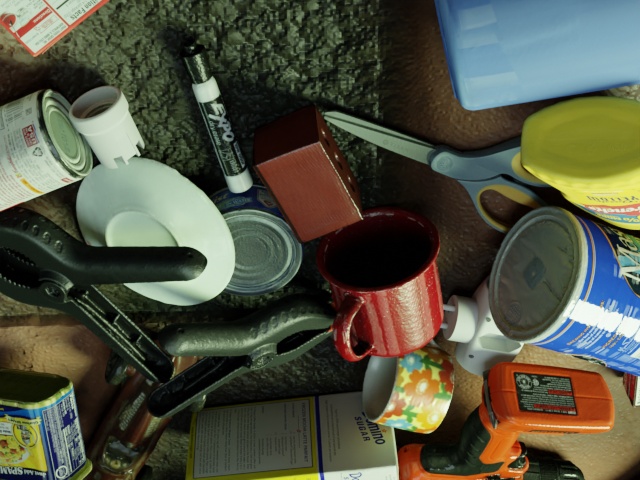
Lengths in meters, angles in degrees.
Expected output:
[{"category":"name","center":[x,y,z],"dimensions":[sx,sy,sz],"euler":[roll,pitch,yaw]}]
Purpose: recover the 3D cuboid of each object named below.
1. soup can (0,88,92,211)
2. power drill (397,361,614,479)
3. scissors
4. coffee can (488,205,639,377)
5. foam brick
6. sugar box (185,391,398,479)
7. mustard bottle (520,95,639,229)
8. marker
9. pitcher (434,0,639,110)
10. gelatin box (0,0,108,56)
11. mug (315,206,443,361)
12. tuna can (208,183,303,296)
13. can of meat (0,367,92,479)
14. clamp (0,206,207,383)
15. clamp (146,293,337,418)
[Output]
[{"category":"soup can","center":[-0.220,-0.057,0.746],"dimensions":[0.102,0.068,0.068],"euler":[-21,125,11]},{"category":"power drill","center":[0.174,0.176,0.915],"dimensions":[0.184,0.057,0.188],"euler":[6,142,-16]},{"category":"scissors","center":[0.108,-0.069,0.782],"dimensions":[0.201,0.016,0.096],"euler":[33,117,-24]},{"category":"coffee can","center":[0.213,0.042,0.803],"dimensions":[0.140,0.103,0.103],"euler":[17,124,-25]},{"category":"foam brick","center":[-0.009,-0.048,0.771],"dimensions":[0.051,0.053,0.078],"euler":[-22,125,13]},{"category":"sugar box","center":[-0.024,0.180,0.913],"dimensions":[0.176,0.093,0.048],"euler":[-4,127,1]},{"category":"mustard bottle","center":[0.210,-0.046,0.738],"dimensions":[0.096,0.058,0.191],"euler":[0,170,28]},{"category":"marker","center":[-0.074,-0.087,0.760],"dimensions":[0.020,0.020,0.121],"euler":[-13,126,7]},{"category":"pitcher","center":[0.191,-0.160,0.647],"dimensions":[0.243,0.145,0.149],"euler":[-11,118,10]},{"category":"gelatin box","center":[-0.186,-0.173,0.685],"dimensions":[0.073,0.030,0.089],"euler":[-33,121,18]},{"category":"mug","center":[0.044,0.042,0.805],"dimensions":[0.093,0.117,0.081],"euler":[11,137,27]},{"category":"tuna can","center":[-0.055,0.001,0.816],"dimensions":[0.086,0.034,0.086],"euler":[-1,126,-2]},{"category":"can of meat","center":[-0.248,0.157,0.886],"dimensions":[0.102,0.057,0.084],"euler":[3,111,23]},{"category":"clamp","center":[-0.190,0.033,0.809],"dimensions":[0.210,0.036,0.165],"euler":[18,138,5]},{"category":"clamp","center":[-0.061,0.087,0.838],"dimensions":[0.171,0.039,0.120],"euler":[-11,154,-31]}]
